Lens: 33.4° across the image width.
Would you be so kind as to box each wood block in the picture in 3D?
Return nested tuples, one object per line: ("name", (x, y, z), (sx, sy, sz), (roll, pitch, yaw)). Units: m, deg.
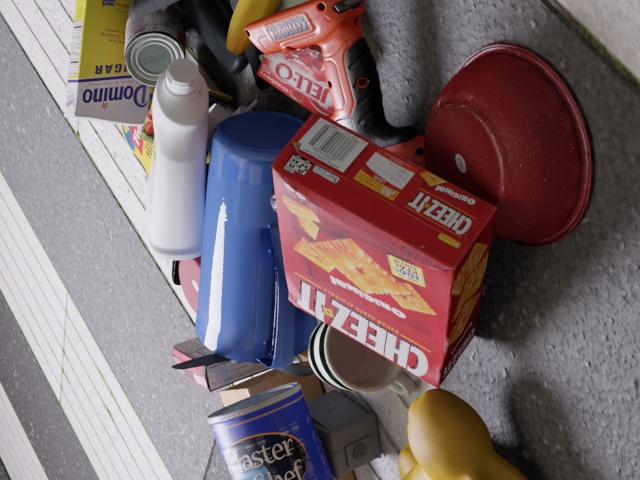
("wood block", (-0.029, 0.252, 1.228), (0.091, 0.090, 0.206), (-22, 88, 61))

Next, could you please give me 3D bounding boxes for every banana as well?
("banana", (-0.038, -0.256, 0.961), (0.037, 0.069, 0.198), (34, 133, 1))

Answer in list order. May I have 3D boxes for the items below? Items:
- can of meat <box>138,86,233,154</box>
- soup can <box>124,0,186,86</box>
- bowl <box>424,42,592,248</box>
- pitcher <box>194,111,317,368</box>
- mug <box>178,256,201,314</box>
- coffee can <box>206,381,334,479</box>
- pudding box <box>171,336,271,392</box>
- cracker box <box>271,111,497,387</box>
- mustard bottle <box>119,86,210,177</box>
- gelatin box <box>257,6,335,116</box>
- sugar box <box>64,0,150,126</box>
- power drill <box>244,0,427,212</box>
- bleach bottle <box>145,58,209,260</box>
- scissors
("can of meat", (-0.154, -0.139, 1.206), (0.102, 0.057, 0.084), (28, 97, 51))
("soup can", (-0.183, -0.224, 1.190), (0.102, 0.068, 0.068), (-100, 12, -53))
("bowl", (0.128, -0.065, 0.810), (0.162, 0.055, 0.162), (37, 137, 46))
("pitcher", (-0.057, 0.001, 1.090), (0.149, 0.144, 0.243), (19, 124, 23))
("mug", (-0.113, 0.053, 1.261), (0.093, 0.081, 0.117), (33, 133, 48))
("coffee can", (-0.045, 0.229, 1.098), (0.103, 0.102, 0.140), (-24, 86, 61))
("pudding box", (-0.107, 0.135, 1.266), (0.090, 0.113, 0.039), (19, 124, 55))
("cracker box", (0.048, 0.016, 0.864), (0.164, 0.072, 0.214), (30, 154, 19))
("mustard bottle", (-0.202, -0.140, 1.317), (0.192, 0.058, 0.096), (55, 129, 29))
("gelatin box", (-0.008, -0.158, 0.977), (0.089, 0.030, 0.073), (36, 142, 6))
("sugar box", (-0.243, -0.226, 1.252), (0.048, 0.093, 0.176), (7, 94, 58))
("power drill", (0.005, -0.112, 0.925), (0.185, 0.057, 0.187), (-13, 107, 37))
("bleach bottle", (-0.142, -0.084, 1.077), (0.251, 0.068, 0.102), (105, 159, -58))
("scissors", (-0.069, 0.131, 1.146), (0.096, 0.201, 0.016), (34, 115, 15))
